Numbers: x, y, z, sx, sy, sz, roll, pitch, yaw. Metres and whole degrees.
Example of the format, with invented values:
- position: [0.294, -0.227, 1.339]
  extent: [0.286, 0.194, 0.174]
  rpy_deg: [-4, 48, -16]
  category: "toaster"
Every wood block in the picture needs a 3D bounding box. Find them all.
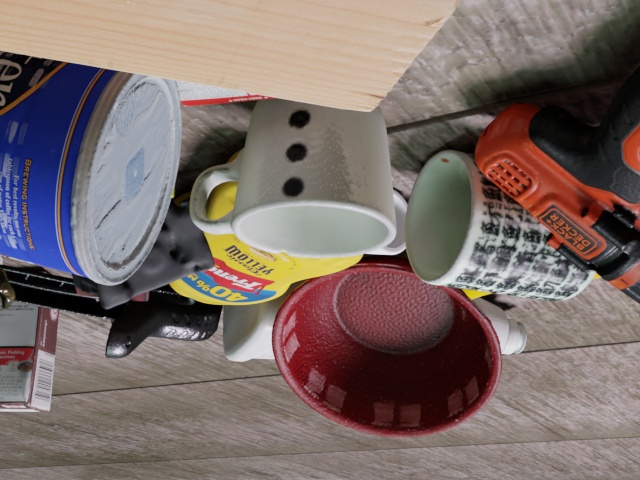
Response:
- position: [-0.065, -0.115, 0.355]
  extent: [0.205, 0.090, 0.091]
  rpy_deg: [8, 160, -16]
  category: "wood block"

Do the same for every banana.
- position: [0.113, 0.036, 0.783]
  extent: [0.198, 0.037, 0.069]
  rpy_deg: [-31, 114, 30]
  category: "banana"

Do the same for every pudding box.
- position: [-0.265, 0.083, 0.873]
  extent: [0.090, 0.113, 0.039]
  rpy_deg: [-2, 162, 12]
  category: "pudding box"

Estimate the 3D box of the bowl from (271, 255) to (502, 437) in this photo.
- position: [0.049, 0.065, 0.759]
  extent: [0.162, 0.055, 0.162]
  rpy_deg: [7, 127, 9]
  category: "bowl"

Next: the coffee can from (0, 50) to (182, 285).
- position: [-0.147, -0.045, 0.487]
  extent: [0.140, 0.102, 0.103]
  rpy_deg: [13, 162, 11]
  category: "coffee can"

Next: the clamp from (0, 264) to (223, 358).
- position: [-0.140, 0.057, 0.824]
  extent: [0.165, 0.036, 0.209]
  rpy_deg: [22, -172, 40]
  category: "clamp"

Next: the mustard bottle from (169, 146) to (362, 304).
- position: [-0.055, 0.001, 0.706]
  extent: [0.096, 0.058, 0.192]
  rpy_deg: [31, 151, -21]
  category: "mustard bottle"

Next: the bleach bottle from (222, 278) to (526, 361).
- position: [0.053, 0.071, 0.885]
  extent: [0.250, 0.068, 0.103]
  rpy_deg: [8, 157, -22]
  category: "bleach bottle"
